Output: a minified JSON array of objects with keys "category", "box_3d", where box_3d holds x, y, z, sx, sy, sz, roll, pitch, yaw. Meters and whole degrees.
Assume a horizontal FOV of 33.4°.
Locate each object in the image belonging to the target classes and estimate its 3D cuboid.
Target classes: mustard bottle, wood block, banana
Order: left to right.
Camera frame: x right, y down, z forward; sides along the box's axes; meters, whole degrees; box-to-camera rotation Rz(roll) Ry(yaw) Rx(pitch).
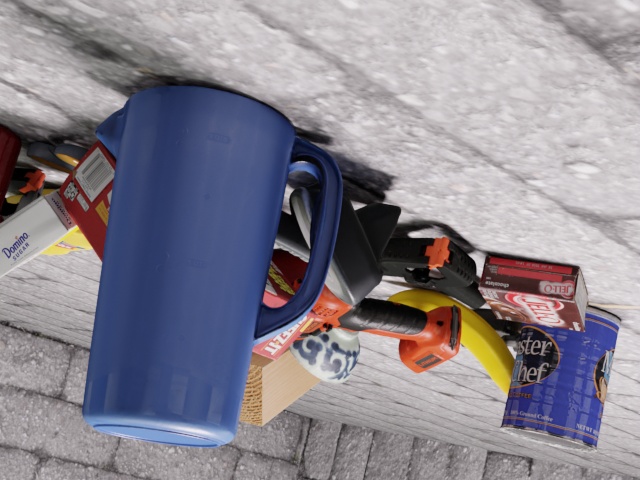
[{"category":"mustard bottle","box_3d":[-0.301,-0.022,1.225,0.096,0.058,0.192,34,159,-27]},{"category":"wood block","box_3d":[-0.067,0.176,1.526,0.090,0.091,0.205,8,-161,27]},{"category":"banana","box_3d":[0.151,0.105,1.210,0.198,0.070,0.037,27,-168,19]}]

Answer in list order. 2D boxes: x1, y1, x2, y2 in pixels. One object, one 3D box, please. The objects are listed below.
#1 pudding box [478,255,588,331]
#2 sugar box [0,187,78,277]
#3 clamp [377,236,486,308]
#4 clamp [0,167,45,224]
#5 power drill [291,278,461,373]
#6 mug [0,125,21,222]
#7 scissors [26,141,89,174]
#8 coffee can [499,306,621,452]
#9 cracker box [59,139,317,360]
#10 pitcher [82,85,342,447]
[{"category":"pudding box","box_3d":[0.207,0.052,1.025,0.090,0.039,0.113,9,166,22]},{"category":"sugar box","box_3d":[-0.268,-0.013,1.024,0.048,0.093,0.176,56,-174,-10]},{"category":"clamp","box_3d":[0.109,0.029,1.042,0.164,0.036,0.210,16,170,-7]},{"category":"clamp","box_3d":[-0.371,-0.039,1.160,0.120,0.039,0.172,39,125,-24]},{"category":"power drill","box_3d":[0.041,0.093,1.138,0.187,0.057,0.185,14,156,-20]},{"category":"mug","box_3d":[-0.331,-0.066,1.018,0.093,0.081,0.117,12,167,11]},{"category":"scissors","box_3d":[-0.185,-0.057,1.043,0.201,0.016,0.096,20,169,-20]},{"category":"coffee can","box_3d":[0.255,0.144,1.136,0.103,0.140,0.103,14,167,3]},{"category":"cracker box","box_3d":[-0.122,0.015,0.990,0.213,0.072,0.164,31,-166,-51]},{"category":"pitcher","box_3d":[-0.087,0.022,0.770,0.149,0.243,0.144,-7,158,40]}]
